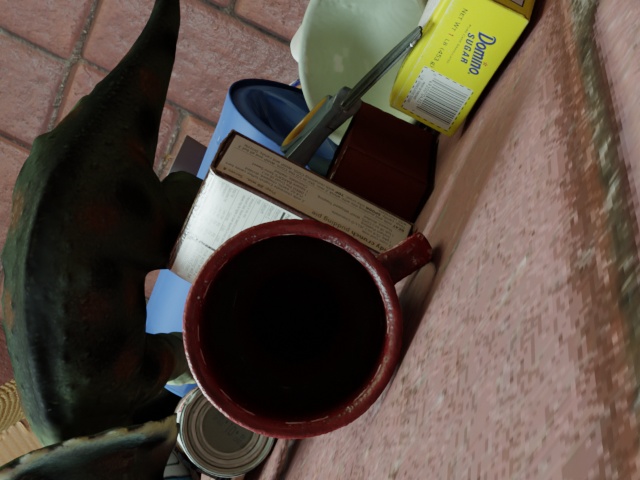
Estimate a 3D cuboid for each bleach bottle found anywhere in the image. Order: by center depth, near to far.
[{"bbox_3d":[0.079,-0.217,0.743,0.251,0.068,0.102,-51,7,18],"label":"bleach bottle"}]

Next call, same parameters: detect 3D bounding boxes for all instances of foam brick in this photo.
[{"bbox_3d":[0.031,-0.036,0.613,0.078,0.051,0.053,-74,10,-63],"label":"foam brick"}]

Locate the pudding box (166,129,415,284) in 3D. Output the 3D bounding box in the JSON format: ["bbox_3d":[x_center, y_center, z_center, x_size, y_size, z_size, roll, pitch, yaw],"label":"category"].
[{"bbox_3d":[-0.018,0.004,0.580,0.090,0.113,0.039,-59,7,43],"label":"pudding box"}]

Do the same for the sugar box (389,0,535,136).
[{"bbox_3d":[0.092,-0.149,0.581,0.176,0.048,0.093,-65,4,-38],"label":"sugar box"}]

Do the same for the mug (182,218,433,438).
[{"bbox_3d":[-0.001,0.030,0.487,0.117,0.093,0.081,-34,0,1],"label":"mug"}]

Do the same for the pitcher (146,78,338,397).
[{"bbox_3d":[-0.055,0.001,0.834,0.149,0.145,0.243,-29,-29,-60],"label":"pitcher"}]

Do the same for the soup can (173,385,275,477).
[{"bbox_3d":[-0.070,0.132,0.760,0.068,0.068,0.102,-66,5,-13],"label":"soup can"}]

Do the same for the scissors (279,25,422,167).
[{"bbox_3d":[0.000,-0.059,0.601,0.096,0.016,0.202,-55,9,-10],"label":"scissors"}]
